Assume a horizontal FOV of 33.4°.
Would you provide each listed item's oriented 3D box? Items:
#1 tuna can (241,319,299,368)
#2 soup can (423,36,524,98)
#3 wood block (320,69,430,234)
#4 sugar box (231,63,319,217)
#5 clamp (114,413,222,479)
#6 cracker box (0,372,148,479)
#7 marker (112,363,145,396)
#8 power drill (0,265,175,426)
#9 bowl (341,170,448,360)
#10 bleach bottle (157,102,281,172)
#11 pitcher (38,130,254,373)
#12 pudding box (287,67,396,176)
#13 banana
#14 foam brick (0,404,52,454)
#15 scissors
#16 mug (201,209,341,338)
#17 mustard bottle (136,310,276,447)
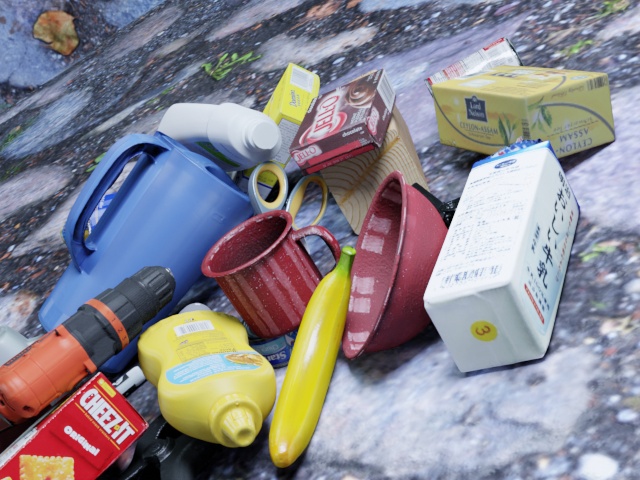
[{"bbox_3d":[-0.033,0.078,0.993,0.086,0.033,0.086,-27,24,13],"label":"tuna can"},{"bbox_3d":[0.175,-0.174,1.187,0.102,0.068,0.068,-28,24,8],"label":"soup can"},{"bbox_3d":[0.051,-0.103,1.176,0.091,0.090,0.206,-27,24,10],"label":"wood block"},{"bbox_3d":[-0.059,-0.115,1.263,0.176,0.048,0.093,-52,20,43],"label":"sugar box"},{"bbox_3d":[-0.123,0.187,0.885,0.165,0.036,0.209,-13,27,40],"label":"clamp"},{"bbox_3d":[-0.257,0.217,0.902,0.213,0.072,0.164,-44,6,-26],"label":"cracker box"},{"bbox_3d":[-0.206,0.153,1.078,0.121,0.020,0.020,-38,24,-14],"label":"marker"},{"bbox_3d":[-0.227,0.099,0.974,0.184,0.057,0.188,-39,3,-32],"label":"power drill"},{"bbox_3d":[0.066,0.026,0.887,0.162,0.055,0.162,-166,90,-80],"label":"bowl"},{"bbox_3d":[-0.100,-0.112,1.176,0.251,0.102,0.068,12,77,65],"label":"bleach bottle"},{"bbox_3d":[-0.192,0.011,1.115,0.243,0.149,0.145,-53,0,2],"label":"pitcher"},{"bbox_3d":[0.024,-0.120,1.077,0.090,0.039,0.113,-19,27,26],"label":"pudding box"},{"bbox_3d":[-0.009,0.100,0.875,0.037,0.069,0.197,11,60,10],"label":"banana"},{"bbox_3d":[-0.306,0.197,1.075,0.078,0.051,0.053,-27,23,10],"label":"foam brick"},{"bbox_3d":[-0.057,0.001,1.063,0.201,0.096,0.016,-58,12,-29],"label":"scissors"},{"bbox_3d":[-0.035,0.027,0.946,0.117,0.081,0.093,-26,24,14],"label":"mug"},{"bbox_3d":[-0.088,0.118,0.881,0.096,0.058,0.192,-9,20,-17],"label":"mustard bottle"}]
